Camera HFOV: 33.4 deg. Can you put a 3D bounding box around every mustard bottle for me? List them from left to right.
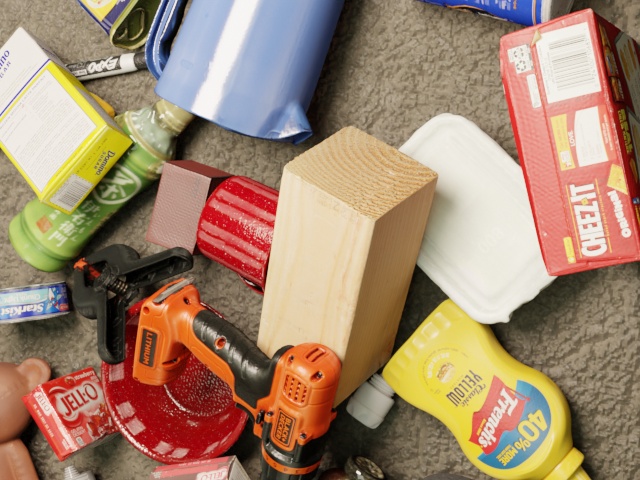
[{"bbox_3d":[0.150,0.143,0.894,0.192,0.058,0.096,43,105,11],"label":"mustard bottle"}]

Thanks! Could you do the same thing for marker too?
[{"bbox_3d":[-0.206,-0.169,1.036,0.121,0.020,0.020,-5,92,22],"label":"marker"}]

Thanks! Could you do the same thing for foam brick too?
[{"bbox_3d":[-0.121,-0.031,0.995,0.053,0.051,0.078,20,102,19],"label":"foam brick"}]

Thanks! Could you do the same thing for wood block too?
[{"bbox_3d":[0.017,0.024,0.873,0.090,0.090,0.206,32,134,23],"label":"wood block"}]

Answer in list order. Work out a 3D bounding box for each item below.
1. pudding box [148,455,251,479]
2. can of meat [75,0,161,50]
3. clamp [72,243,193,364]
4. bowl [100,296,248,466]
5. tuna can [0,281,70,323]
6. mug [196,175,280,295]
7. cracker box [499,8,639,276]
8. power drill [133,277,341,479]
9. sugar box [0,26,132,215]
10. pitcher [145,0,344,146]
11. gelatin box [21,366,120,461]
[{"bbox_3d":[-0.098,0.252,0.988,0.090,0.039,0.113,-12,126,23],"label":"pudding box"},{"bbox_3d":[-0.182,-0.245,1.001,0.084,0.057,0.102,46,108,15],"label":"can of meat"},{"bbox_3d":[-0.181,0.037,0.991,0.120,0.039,0.172,-45,34,-6],"label":"clamp"},{"bbox_3d":[-0.125,0.128,1.008,0.162,0.055,0.162,2,95,22],"label":"bowl"},{"bbox_3d":[-0.292,0.061,1.054,0.086,0.086,0.034,-7,90,22],"label":"tuna can"},{"bbox_3d":[-0.056,0.001,0.960,0.082,0.093,0.117,27,140,23],"label":"mug"},{"bbox_3d":[0.200,-0.068,0.774,0.072,0.213,0.164,-12,89,24],"label":"cracker box"},{"bbox_3d":[-0.073,0.131,0.910,0.188,0.057,0.185,29,126,22],"label":"power drill"},{"bbox_3d":[-0.256,-0.113,0.988,0.093,0.048,0.176,-47,55,6],"label":"sugar box"},{"bbox_3d":[-0.049,-0.214,0.915,0.149,0.145,0.243,19,99,-16],"label":"pitcher"},{"bbox_3d":[-0.238,0.167,1.038,0.030,0.089,0.073,-36,80,20],"label":"gelatin box"}]
